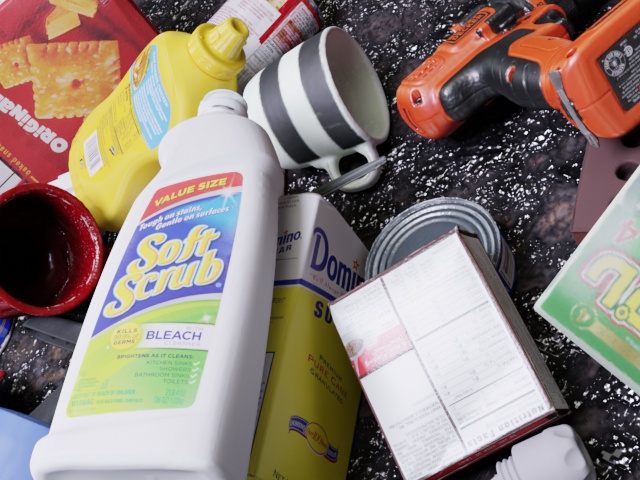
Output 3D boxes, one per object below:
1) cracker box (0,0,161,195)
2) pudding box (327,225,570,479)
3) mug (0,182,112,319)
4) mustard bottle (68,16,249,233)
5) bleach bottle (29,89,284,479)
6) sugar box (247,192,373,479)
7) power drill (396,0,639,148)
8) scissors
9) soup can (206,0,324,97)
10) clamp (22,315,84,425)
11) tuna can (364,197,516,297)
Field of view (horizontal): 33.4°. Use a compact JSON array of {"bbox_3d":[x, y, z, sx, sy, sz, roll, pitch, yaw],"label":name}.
[{"bbox_3d":[-0.226,-0.117,0.839,0.213,0.164,0.072,-41,43,-1],"label":"cracker box"},{"bbox_3d":[0.066,0.063,0.569,0.090,0.039,0.113,-31,71,18],"label":"pudding box"},{"bbox_3d":[-0.205,0.013,0.769,0.082,0.117,0.093,-15,77,50],"label":"mug"},{"bbox_3d":[-0.112,-0.092,0.766,0.192,0.058,0.096,-41,52,37],"label":"mustard bottle"},{"bbox_3d":[-0.075,0.018,0.573,0.103,0.068,0.250,-4,52,13],"label":"bleach bottle"},{"bbox_3d":[-0.012,0.069,0.608,0.048,0.093,0.176,-4,56,30],"label":"sugar box"},{"bbox_3d":[0.151,-0.124,0.636,0.184,0.057,0.188,-43,21,-10],"label":"power drill"},{"bbox_3d":[-0.054,0.001,0.672,0.202,0.016,0.096,-22,15,38],"label":"scissors"},{"bbox_3d":[-0.055,-0.153,0.822,0.102,0.068,0.069,-48,46,-6],"label":"soup can"},{"bbox_3d":[-0.150,0.076,0.734,0.172,0.039,0.120,-26,50,15],"label":"clamp"},{"bbox_3d":[0.072,0.019,0.633,0.086,0.033,0.086,-18,50,22],"label":"tuna can"}]
